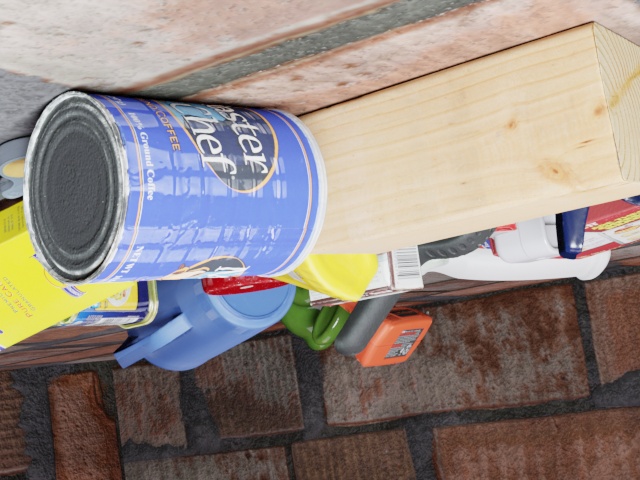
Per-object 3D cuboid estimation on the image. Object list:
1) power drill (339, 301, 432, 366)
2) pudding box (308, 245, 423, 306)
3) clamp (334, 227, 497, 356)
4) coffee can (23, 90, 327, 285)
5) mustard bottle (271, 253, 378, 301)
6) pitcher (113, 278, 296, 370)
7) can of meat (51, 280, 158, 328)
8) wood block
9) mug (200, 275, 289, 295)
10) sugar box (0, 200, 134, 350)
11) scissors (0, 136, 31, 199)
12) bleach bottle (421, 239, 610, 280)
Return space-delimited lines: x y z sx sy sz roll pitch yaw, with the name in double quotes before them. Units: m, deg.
"power drill" 0.005 0.043 1.034 0.184 0.188 0.057 1 126 -57
"pudding box" 0.027 -0.011 0.822 0.090 0.113 0.039 -14 169 43
"clamp" 0.074 -0.023 0.858 0.210 0.164 0.036 -37 140 25
"coffee can" -0.081 -0.028 0.605 0.140 0.103 0.103 -1 170 -44
"mustard bottle" -0.050 -0.010 0.807 0.192 0.058 0.096 13 154 45
"pitcher" -0.132 0.073 1.207 0.144 0.149 0.243 15 160 -24
"can of meat" -0.186 0.022 0.877 0.058 0.102 0.083 -14 169 38
"wood block" 0.092 -0.054 0.657 0.206 0.090 0.090 -14 171 33
"mug" -0.056 0.001 0.938 0.117 0.081 0.093 -7 173 -9
"sugar box" -0.237 0.032 0.785 0.176 0.048 0.093 -28 133 4
"scissors" -0.211 -0.040 0.705 0.202 0.016 0.096 -12 170 28
"bleach bottle" 0.180 0.004 1.154 0.250 0.102 0.068 -6 150 -18
